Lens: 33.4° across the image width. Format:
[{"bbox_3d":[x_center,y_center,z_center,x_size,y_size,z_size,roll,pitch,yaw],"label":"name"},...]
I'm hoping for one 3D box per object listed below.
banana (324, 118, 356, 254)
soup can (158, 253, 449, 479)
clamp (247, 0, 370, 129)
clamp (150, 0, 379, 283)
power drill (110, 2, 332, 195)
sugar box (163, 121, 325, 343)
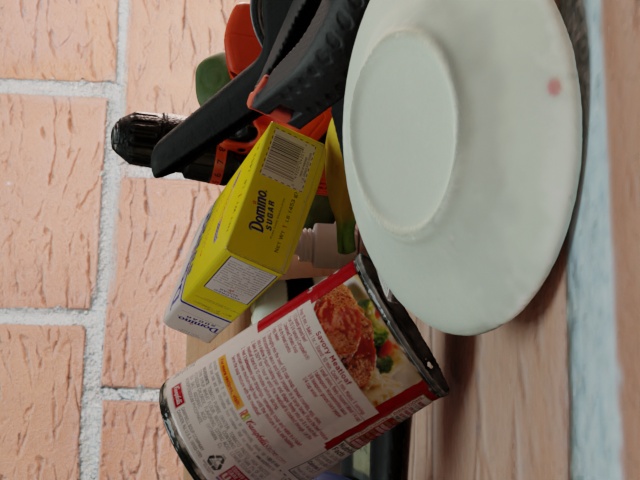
[{"bbox_3d":[0.028,-0.053,0.633,0.198,0.037,0.069,104,151,-71],"label":"banana"},{"bbox_3d":[-0.007,0.061,0.444,0.068,0.102,0.068,56,-172,-12],"label":"soup can"},{"bbox_3d":[0.022,-0.109,0.425,0.172,0.039,0.120,-60,14,25],"label":"clamp"},{"bbox_3d":[0.012,-0.078,0.517,0.036,0.165,0.210,-27,-32,-58],"label":"clamp"},{"bbox_3d":[-0.045,-0.089,0.729,0.188,0.184,0.057,129,144,-66],"label":"power drill"},{"bbox_3d":[-0.055,0.001,0.705,0.176,0.048,0.093,-39,29,61],"label":"sugar box"}]
